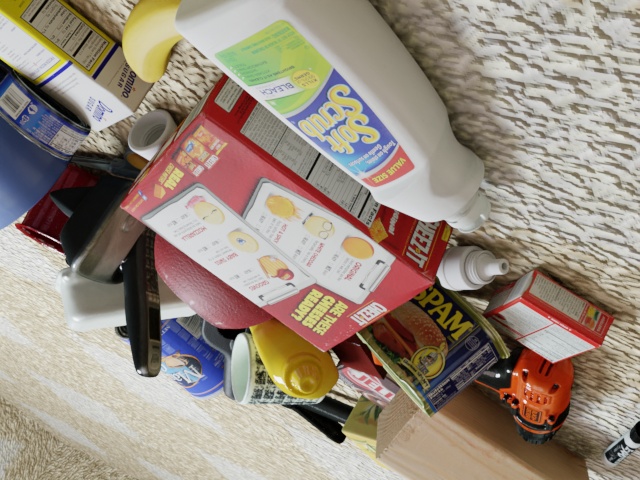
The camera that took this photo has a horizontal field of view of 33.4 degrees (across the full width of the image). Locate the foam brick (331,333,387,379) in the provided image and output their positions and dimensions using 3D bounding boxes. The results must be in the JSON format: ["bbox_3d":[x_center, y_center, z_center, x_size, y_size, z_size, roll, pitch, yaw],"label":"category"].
[{"bbox_3d":[0.041,0.092,1.058,0.051,0.053,0.078,16,156,33],"label":"foam brick"}]

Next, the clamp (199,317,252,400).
[{"bbox_3d":[-0.096,0.121,1.251,0.171,0.120,0.039,49,-168,-32],"label":"clamp"}]

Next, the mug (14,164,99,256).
[{"bbox_3d":[-0.257,-0.024,1.141,0.093,0.081,0.117,14,162,42],"label":"mug"}]

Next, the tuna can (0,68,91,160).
[{"bbox_3d":[-0.240,-0.109,0.918,0.086,0.034,0.086,40,-175,-5],"label":"tuna can"}]

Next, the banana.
[{"bbox_3d":[-0.098,-0.145,0.738,0.069,0.037,0.198,43,156,-27],"label":"banana"}]

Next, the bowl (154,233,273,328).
[{"bbox_3d":[-0.107,0.034,1.025,0.162,0.055,0.162,43,-176,-4],"label":"bowl"}]

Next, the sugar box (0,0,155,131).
[{"bbox_3d":[-0.224,-0.162,0.855,0.176,0.048,0.093,36,159,-24],"label":"sugar box"}]

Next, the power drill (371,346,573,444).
[{"bbox_3d":[0.141,0.118,0.985,0.188,0.057,0.184,22,157,17],"label":"power drill"}]

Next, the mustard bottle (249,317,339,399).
[{"bbox_3d":[-0.026,0.111,1.072,0.096,0.058,0.192,44,-176,-16],"label":"mustard bottle"}]

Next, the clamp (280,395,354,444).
[{"bbox_3d":[-0.034,0.205,1.423,0.210,0.036,0.165,33,159,-5],"label":"clamp"}]

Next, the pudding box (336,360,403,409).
[{"bbox_3d":[0.080,0.156,1.165,0.113,0.039,0.090,34,157,-9],"label":"pudding box"}]

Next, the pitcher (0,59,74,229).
[{"bbox_3d":[-0.344,-0.134,0.985,0.242,0.149,0.145,48,168,-30],"label":"pitcher"}]

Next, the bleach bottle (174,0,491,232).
[{"bbox_3d":[0.031,-0.086,0.668,0.103,0.068,0.250,-13,138,44],"label":"bleach bottle"}]

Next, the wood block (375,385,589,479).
[{"bbox_3d":[0.166,0.224,1.087,0.206,0.090,0.090,33,-159,-8],"label":"wood block"}]

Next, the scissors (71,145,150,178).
[{"bbox_3d":[-0.197,-0.079,1.038,0.202,0.016,0.096,19,159,26],"label":"scissors"}]

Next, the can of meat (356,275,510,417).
[{"bbox_3d":[0.090,0.084,0.884,0.102,0.084,0.057,46,174,42],"label":"can of meat"}]

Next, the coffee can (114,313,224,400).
[{"bbox_3d":[-0.169,0.117,1.317,0.103,0.102,0.140,3,146,50],"label":"coffee can"}]

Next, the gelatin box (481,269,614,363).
[{"bbox_3d":[0.177,0.061,0.841,0.073,0.030,0.089,31,161,-3],"label":"gelatin box"}]

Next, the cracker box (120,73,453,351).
[{"bbox_3d":[-0.029,-0.020,0.838,0.213,0.072,0.164,36,143,-13],"label":"cracker box"}]
